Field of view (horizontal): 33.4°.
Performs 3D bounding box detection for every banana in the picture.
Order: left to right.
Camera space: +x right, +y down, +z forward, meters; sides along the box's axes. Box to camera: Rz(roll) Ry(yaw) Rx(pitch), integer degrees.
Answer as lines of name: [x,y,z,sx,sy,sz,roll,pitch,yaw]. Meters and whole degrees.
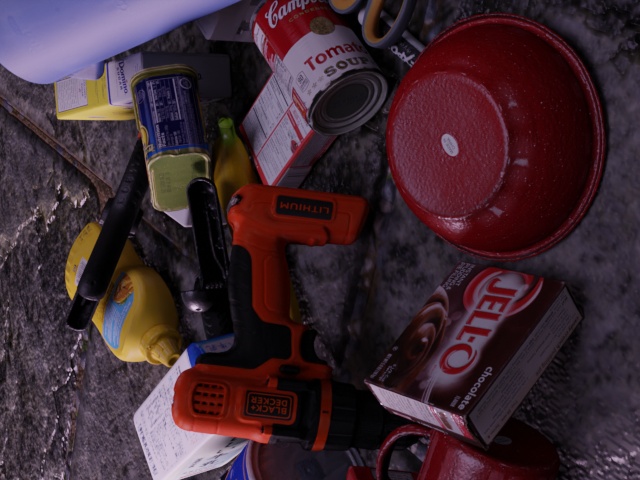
banana: [-0.057,-0.004,0.890,0.069,0.037,0.198,-81,-28,-85]

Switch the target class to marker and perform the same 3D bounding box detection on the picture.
marker: [0.067,-0.132,0.753,0.121,0.020,0.020,50,130,37]

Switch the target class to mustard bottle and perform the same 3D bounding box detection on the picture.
mustard bottle: [-0.192,0.066,1.076,0.192,0.058,0.096,42,119,42]

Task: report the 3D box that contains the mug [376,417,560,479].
mug: [0.092,0.156,0.686,0.117,0.093,0.081,21,107,18]

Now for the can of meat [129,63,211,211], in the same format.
can of meat: [-0.123,-0.083,0.895,0.102,0.057,0.084,99,160,-64]

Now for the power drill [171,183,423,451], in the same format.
power drill: [-0.008,0.058,0.783,0.057,0.184,0.187,129,147,-72]

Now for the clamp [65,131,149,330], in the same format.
clamp: [-0.188,-0.019,0.999,0.165,0.036,0.210,153,138,-73]

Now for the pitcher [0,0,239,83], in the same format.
pitcher: [-0.152,-0.222,0.819,0.243,0.149,0.145,-13,85,29]

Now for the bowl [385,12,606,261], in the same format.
bowl: [0.095,-0.062,0.675,0.162,0.055,0.162,10,106,41]

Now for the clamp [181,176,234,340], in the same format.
clamp: [-0.088,0.045,0.886,0.171,0.039,0.120,79,-167,-46]

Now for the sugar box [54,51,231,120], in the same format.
sugar box: [-0.169,-0.141,0.996,0.177,0.093,0.048,2,96,52]

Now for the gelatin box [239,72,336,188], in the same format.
gelatin box: [-0.025,-0.092,0.868,0.089,0.030,0.073,-51,54,43]

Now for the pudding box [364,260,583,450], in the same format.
pudding box: [0.096,0.068,0.669,0.090,0.113,0.039,11,146,52]

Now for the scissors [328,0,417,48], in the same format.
scissors: [0.053,-0.237,0.748,0.096,0.016,0.202,22,103,47]

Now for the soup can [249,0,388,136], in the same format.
soup can: [-0.002,-0.136,0.801,0.102,0.068,0.069,59,135,29]

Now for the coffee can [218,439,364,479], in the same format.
coffee can: [-0.038,0.218,0.858,0.140,0.102,0.103,-55,53,40]
